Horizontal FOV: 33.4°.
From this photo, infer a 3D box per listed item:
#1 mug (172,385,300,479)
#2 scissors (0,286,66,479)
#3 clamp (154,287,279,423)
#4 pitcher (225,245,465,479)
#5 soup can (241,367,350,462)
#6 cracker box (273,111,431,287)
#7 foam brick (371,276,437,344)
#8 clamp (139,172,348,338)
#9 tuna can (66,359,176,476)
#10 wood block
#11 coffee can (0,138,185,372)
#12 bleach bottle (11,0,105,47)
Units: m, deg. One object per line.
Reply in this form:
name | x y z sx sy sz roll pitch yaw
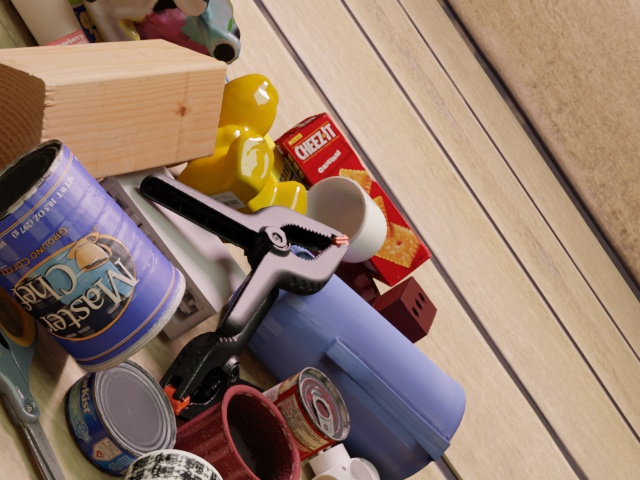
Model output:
mug | -0.074 0.182 0.837 0.093 0.082 0.117 38 29 -39
scissors | -0.204 0.107 0.758 0.202 0.016 0.096 56 22 -3
clamp | -0.084 0.099 0.917 0.171 0.039 0.120 -17 116 -67
pitcher | 0.026 0.122 1.057 0.242 0.149 0.145 45 41 -19
soup can | -0.035 0.162 0.917 0.068 0.102 0.068 44 25 -28
cracker box | 0.033 -0.053 1.308 0.213 0.072 0.164 54 -5 -8
foam brick | 0.091 0.084 1.201 0.053 0.051 0.078 54 23 -7
clamp | -0.056 0.001 0.947 0.209 0.036 0.165 -10 60 -52
tuna can | -0.151 0.134 0.808 0.086 0.034 0.086 44 25 -28
wood block | -0.183 -0.110 0.892 0.090 0.091 0.205 24 24 30
coffee can | -0.181 0.012 0.775 0.140 0.103 0.102 51 22 -26
bleach bottle | -0.226 -0.185 1.047 0.251 0.068 0.102 60 22 1
